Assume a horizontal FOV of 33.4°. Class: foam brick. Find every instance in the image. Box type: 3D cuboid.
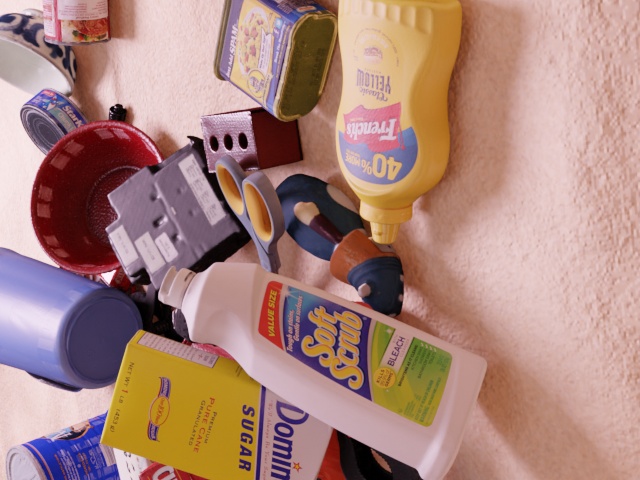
[{"bbox_3d":[-0.061,-0.090,0.939,0.078,0.051,0.053,1,103,50],"label":"foam brick"}]

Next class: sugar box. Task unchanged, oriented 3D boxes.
[{"bbox_3d":[-0.080,0.145,0.864,0.176,0.048,0.093,18,104,4],"label":"sugar box"}]

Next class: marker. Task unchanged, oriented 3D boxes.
[{"bbox_3d":[-0.228,-0.096,1.160,0.020,0.020,0.121,45,133,31],"label":"marker"}]

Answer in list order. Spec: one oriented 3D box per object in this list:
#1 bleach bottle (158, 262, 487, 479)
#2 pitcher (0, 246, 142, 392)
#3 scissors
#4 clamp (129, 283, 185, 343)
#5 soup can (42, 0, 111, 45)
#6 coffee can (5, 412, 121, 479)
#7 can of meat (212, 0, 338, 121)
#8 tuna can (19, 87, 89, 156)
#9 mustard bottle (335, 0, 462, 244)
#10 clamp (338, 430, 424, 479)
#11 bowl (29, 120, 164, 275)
[{"bbox_3d":[-0.007,0.087,0.808,0.251,0.102,0.068,23,147,5],"label":"bleach bottle"},{"bbox_3d":[-0.303,0.095,1.181,0.243,0.149,0.145,11,85,44],"label":"pitcher"},{"bbox_3d":[-0.056,0.001,0.941,0.096,0.016,0.202,47,156,28],"label":"scissors"},{"bbox_3d":[-0.167,0.101,1.143,0.210,0.036,0.164,-41,71,50],"label":"clamp"},{"bbox_3d":[-0.250,-0.256,1.091,0.069,0.068,0.102,23,119,44],"label":"soup can"},{"bbox_3d":[-0.284,0.268,1.259,0.103,0.140,0.103,21,118,45],"label":"coffee can"},{"bbox_3d":[-0.037,-0.161,0.881,0.084,0.057,0.102,39,131,32],"label":"can of meat"},{"bbox_3d":[-0.294,-0.126,1.190,0.086,0.033,0.086,30,147,22],"label":"tuna can"},{"bbox_3d":[0.053,-0.089,0.798,0.096,0.058,0.192,21,119,39],"label":"mustard bottle"},{"bbox_3d":[0.062,0.215,0.879,0.120,0.039,0.171,-39,85,34],"label":"clamp"},{"bbox_3d":[-0.217,-0.040,1.104,0.162,0.055,0.162,-4,78,18],"label":"bowl"}]
